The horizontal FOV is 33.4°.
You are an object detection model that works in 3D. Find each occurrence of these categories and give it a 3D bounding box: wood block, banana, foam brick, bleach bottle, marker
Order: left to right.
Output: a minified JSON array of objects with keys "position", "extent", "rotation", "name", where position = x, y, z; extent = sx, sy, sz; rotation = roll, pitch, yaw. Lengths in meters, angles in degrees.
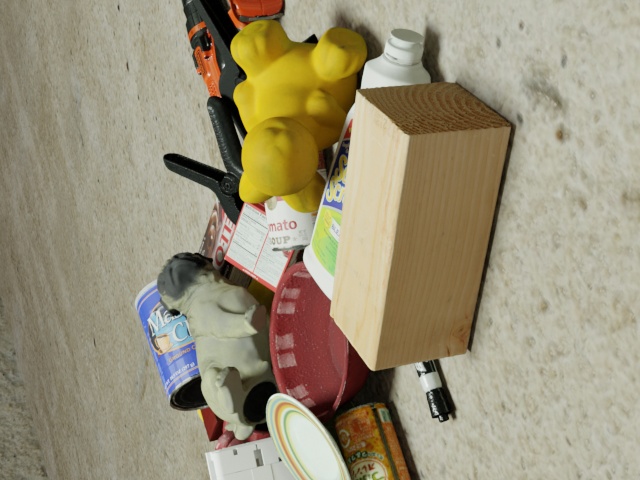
[{"position":[-0.106,0.211,1.339],"extent":[0.051,0.078,0.053],"rotation":[109,145,-49],"name":"foam brick"},{"position":[-0.070,0.096,1.274],"extent":[0.070,0.037,0.198],"rotation":[43,137,40],"name":"banana"},{"position":[0.046,-0.065,0.930],"extent":[0.103,0.068,0.251],"rotation":[-126,38,-48],"name":"bleach bottle"},{"position":[0.074,-0.012,0.847],"extent":[0.090,0.090,0.206],"rotation":[-129,38,-51],"name":"wood block"},{"position":[0.089,0.101,0.937],"extent":[0.020,0.020,0.121],"rotation":[126,131,-58],"name":"marker"}]

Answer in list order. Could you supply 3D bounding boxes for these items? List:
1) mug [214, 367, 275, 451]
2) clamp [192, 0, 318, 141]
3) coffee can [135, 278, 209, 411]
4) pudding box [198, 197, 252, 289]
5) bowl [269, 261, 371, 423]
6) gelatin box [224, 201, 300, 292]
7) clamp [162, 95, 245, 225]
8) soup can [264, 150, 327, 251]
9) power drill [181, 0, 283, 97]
[{"position":[-0.078,0.213,1.240],"extent":[0.093,0.117,0.082],"rotation":[35,142,19],"name":"mug"},{"position":[-0.078,-0.180,1.132],"extent":[0.165,0.036,0.210],"rotation":[38,150,16],"name":"clamp"},{"position":[-0.156,0.120,1.292],"extent":[0.140,0.102,0.103],"rotation":[66,152,28],"name":"coffee can"},{"position":[-0.103,-0.004,1.282],"extent":[0.090,0.039,0.114],"rotation":[51,128,51],"name":"pudding box"},{"position":[0.008,0.100,1.059],"extent":[0.162,0.055,0.162],"rotation":[3,93,61],"name":"bowl"},{"position":[-0.058,0.001,1.163],"extent":[0.073,0.030,0.089],"rotation":[32,126,13],"name":"gelatin box"},{"position":[-0.104,-0.066,1.199],"extent":[0.120,0.039,0.171],"rotation":[-33,90,45],"name":"clamp"},{"position":[-0.024,-0.044,1.084],"extent":[0.069,0.068,0.102],"rotation":[179,83,-66],"name":"soup can"},{"position":[-0.107,-0.262,1.213],"extent":[0.184,0.057,0.188],"rotation":[69,156,18],"name":"power drill"}]
